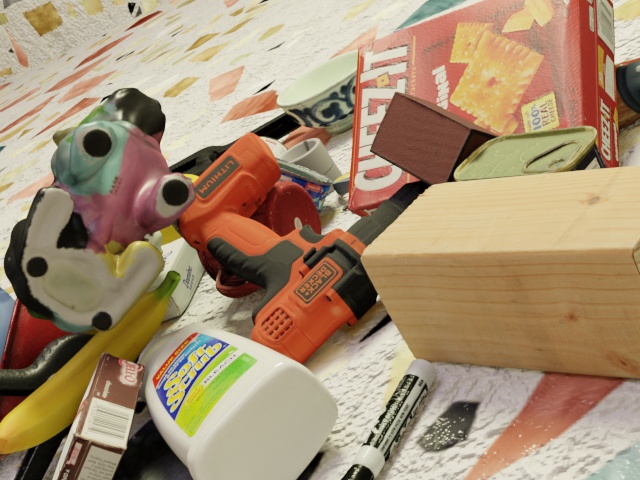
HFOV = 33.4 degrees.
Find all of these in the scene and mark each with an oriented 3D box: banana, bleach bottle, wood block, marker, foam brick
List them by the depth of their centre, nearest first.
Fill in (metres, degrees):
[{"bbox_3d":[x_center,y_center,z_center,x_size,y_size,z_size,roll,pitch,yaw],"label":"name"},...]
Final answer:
[{"bbox_3d":[0.136,0.018,0.647,0.207,0.090,0.090,-2,34,51],"label":"wood block"},{"bbox_3d":[0.039,0.118,0.647,0.020,0.020,0.121,-12,28,40],"label":"marker"},{"bbox_3d":[-0.084,0.112,0.762,0.102,0.068,0.251,-48,21,-15],"label":"bleach bottle"},{"bbox_3d":[0.086,-0.070,0.792,0.078,0.052,0.051,34,106,37],"label":"foam brick"},{"bbox_3d":[-0.182,0.099,0.831,0.037,0.070,0.197,31,56,15],"label":"banana"}]

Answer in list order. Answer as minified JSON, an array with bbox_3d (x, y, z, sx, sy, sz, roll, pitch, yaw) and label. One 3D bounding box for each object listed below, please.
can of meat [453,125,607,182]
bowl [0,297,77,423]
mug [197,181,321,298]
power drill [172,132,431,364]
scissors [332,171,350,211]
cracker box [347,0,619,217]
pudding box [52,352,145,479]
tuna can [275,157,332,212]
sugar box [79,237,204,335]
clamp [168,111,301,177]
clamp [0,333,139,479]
[{"bbox_3d":[0.154,-0.025,0.725,0.102,0.084,0.057,-2,35,51],"label":"can of meat"},{"bbox_3d":[-0.247,0.098,0.946,0.055,0.162,0.162,13,19,-11],"label":"bowl"},{"bbox_3d":[-0.056,0.001,0.946,0.082,0.093,0.117,-9,44,34],"label":"mug"},{"bbox_3d":[-0.018,-0.011,0.840,0.184,0.057,0.188,-44,50,-8],"label":"power drill"},{"bbox_3d":[0.029,-0.049,0.990,0.096,0.016,0.201,-25,10,34],"label":"scissors"},{"bbox_3d":[0.127,-0.107,0.861,0.214,0.072,0.164,-13,62,36],"label":"cracker box"},{"bbox_3d":[-0.161,0.146,0.760,0.113,0.039,0.090,-90,22,-67],"label":"pudding box"},{"bbox_3d":[-0.034,-0.056,1.028,0.086,0.086,0.034,-137,65,-68],"label":"tuna can"},{"bbox_3d":[-0.205,0.061,1.059,0.176,0.048,0.093,-18,26,21],"label":"sugar box"},{"bbox_3d":[-0.123,-0.097,1.313,0.210,0.036,0.164,-8,31,45],"label":"clamp"},{"bbox_3d":[-0.213,0.136,0.861,0.171,0.120,0.039,-21,1,-36],"label":"clamp"}]
